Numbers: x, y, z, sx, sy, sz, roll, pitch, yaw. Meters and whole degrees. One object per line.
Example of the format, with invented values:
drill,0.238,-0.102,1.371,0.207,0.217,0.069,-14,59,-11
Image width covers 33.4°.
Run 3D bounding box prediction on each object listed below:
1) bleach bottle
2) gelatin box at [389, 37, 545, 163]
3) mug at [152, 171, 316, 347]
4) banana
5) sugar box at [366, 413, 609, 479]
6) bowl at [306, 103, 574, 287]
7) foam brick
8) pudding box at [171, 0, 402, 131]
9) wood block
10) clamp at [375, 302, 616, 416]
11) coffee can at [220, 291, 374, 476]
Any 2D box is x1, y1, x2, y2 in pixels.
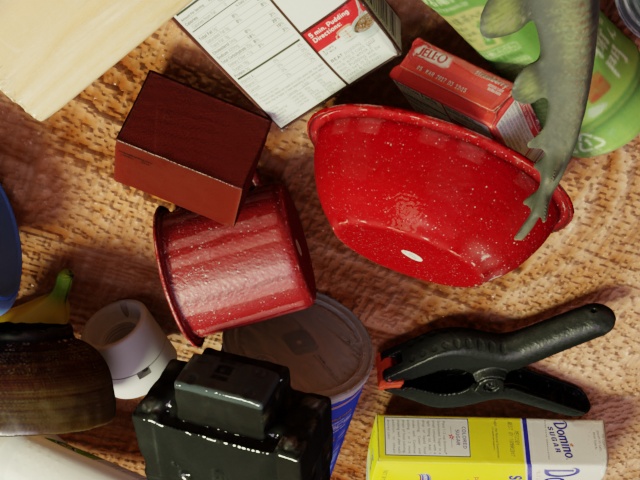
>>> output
bleach bottle,-0.168,0.193,0.804,0.251,0.068,0.102,24,164,10
gelatin box,0.087,-0.068,0.597,0.030,0.073,0.089,-52,145,-5
mug,-0.054,0.001,0.670,0.081,0.093,0.117,-16,94,6
banana,-0.257,0.061,0.745,0.198,0.037,0.069,-9,113,5
sugar box,0.126,0.173,0.833,0.176,0.048,0.093,3,148,-1
bowl,0.059,-0.016,0.612,0.162,0.055,0.162,20,166,5
foam brick,-0.074,-0.052,0.615,0.078,0.051,0.053,22,154,-2
pudding box,-0.021,-0.125,0.583,0.090,0.039,0.113,-29,124,24
wood block,-0.092,-0.163,0.513,0.206,0.091,0.090,-33,125,24
clamp,0.128,0.085,0.772,0.171,0.039,0.120,2,131,-8
coffee can,-0.028,0.117,0.753,0.102,0.103,0.140,8,131,-9
